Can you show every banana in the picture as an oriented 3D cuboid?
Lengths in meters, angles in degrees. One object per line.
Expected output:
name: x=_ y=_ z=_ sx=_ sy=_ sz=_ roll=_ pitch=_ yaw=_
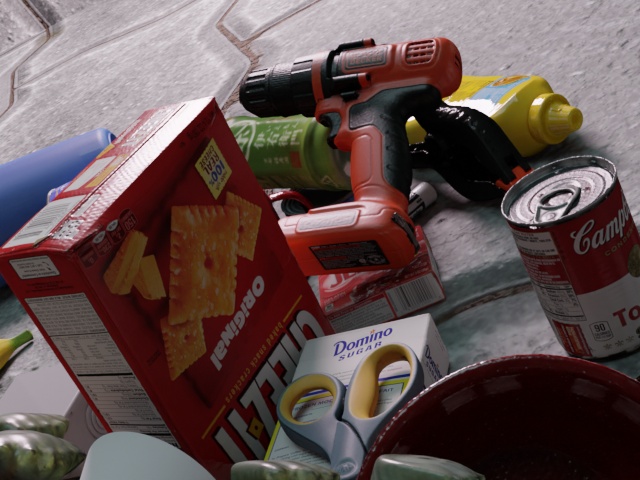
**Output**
banana: x=-0.300 y=0.132 z=0.938 sx=0.069 sy=0.037 sz=0.198 roll=-27 pitch=25 yaw=4

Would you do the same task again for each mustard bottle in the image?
mustard bottle: x=0.144 y=-0.105 z=0.913 sx=0.096 sy=0.058 sz=0.192 roll=-38 pitch=26 yaw=-26

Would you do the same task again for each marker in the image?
marker: x=0.048 y=-0.006 z=0.868 sx=0.121 sy=0.020 sz=0.020 roll=-40 pitch=27 yaw=-23

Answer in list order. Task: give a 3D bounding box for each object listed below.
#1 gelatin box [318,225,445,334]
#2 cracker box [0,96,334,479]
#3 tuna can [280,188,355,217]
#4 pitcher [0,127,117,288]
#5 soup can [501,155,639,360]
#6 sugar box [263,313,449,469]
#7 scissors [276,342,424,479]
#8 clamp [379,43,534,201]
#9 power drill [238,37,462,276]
gelatin box: x=0.042 y=0.031 z=0.788 sx=0.089 sy=0.030 sz=0.073 roll=-23 pitch=25 yaw=10
cracker box: x=-0.082 y=0.043 z=0.675 sx=0.072 sy=0.213 sz=0.164 roll=-6 pitch=33 yaw=36
tuna can: x=0.010 y=-0.034 z=0.943 sx=0.086 sy=0.033 sz=0.086 roll=-23 pitch=25 yaw=11
pitcher: x=-0.322 y=-0.033 z=1.179 sx=0.243 sy=0.145 sz=0.149 roll=-23 pitch=66 yaw=2
soup can: x=0.155 y=0.011 z=0.625 sx=0.068 sy=0.102 sz=0.068 roll=-23 pitch=25 yaw=11
sugar box: x=0.019 y=0.118 z=0.630 sx=0.093 sy=0.048 sz=0.176 roll=-15 pitch=25 yaw=23
scissors: x=0.000 y=0.121 z=0.563 sx=0.096 sy=0.016 sz=0.201 roll=-9 pitch=28 yaw=29
clamp: x=0.100 y=-0.075 z=0.869 sx=0.039 sy=0.120 sz=0.172 roll=-33 pitch=55 yaw=-19
power drill: x=0.011 y=-0.067 z=0.801 sx=0.185 sy=0.057 sz=0.187 roll=-6 pitch=59 yaw=25
